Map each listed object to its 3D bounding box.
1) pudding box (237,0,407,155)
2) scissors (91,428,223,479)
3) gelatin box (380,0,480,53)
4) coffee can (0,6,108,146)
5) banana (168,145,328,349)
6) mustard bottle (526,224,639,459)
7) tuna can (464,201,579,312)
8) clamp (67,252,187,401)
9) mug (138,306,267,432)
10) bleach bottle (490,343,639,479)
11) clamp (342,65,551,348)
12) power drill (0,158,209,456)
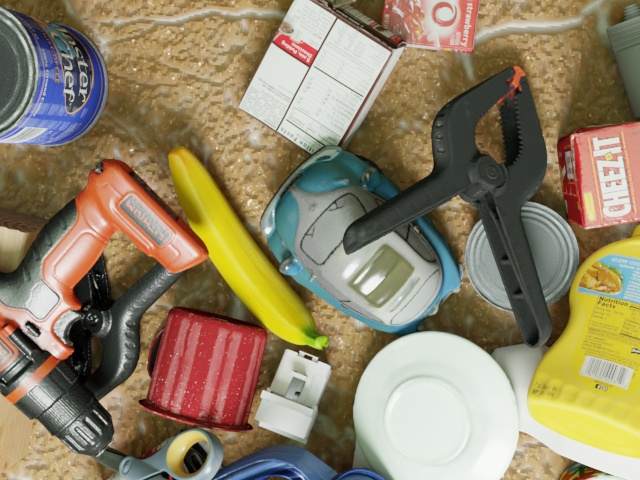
[{"bbox_3d":[0.000,-0.127,0.825,0.090,0.039,0.114,34,119,4],"label":"pudding box"},{"bbox_3d":[-0.133,0.165,0.832,0.016,0.202,0.096,33,90,-36],"label":"scissors"},{"bbox_3d":[0.087,-0.193,0.823,0.073,0.030,0.089,8,96,9],"label":"gelatin box"},{"bbox_3d":[-0.237,-0.125,0.827,0.103,0.140,0.103,1,94,9],"label":"coffee can"},{"bbox_3d":[-0.059,0.012,0.848,0.037,0.070,0.198,-34,80,-31],"label":"banana"},{"bbox_3d":[0.225,0.056,0.771,0.096,0.058,0.191,16,61,24],"label":"mustard bottle"},{"bbox_3d":[0.155,0.012,0.825,0.086,0.033,0.086,1,95,9],"label":"tuna can"},{"bbox_3d":[-0.183,0.054,0.882,0.120,0.039,0.171,34,104,28],"label":"clamp"},{"bbox_3d":[-0.097,0.098,0.853,0.117,0.093,0.081,11,87,47],"label":"mug"},{"bbox_3d":[0.220,0.134,0.794,0.251,0.102,0.068,10,140,10],"label":"bleach bottle"},{"bbox_3d":[0.122,-0.034,0.776,0.164,0.036,0.209,33,61,-10],"label":"clamp"},{"bbox_3d":[-0.175,0.046,0.798,0.187,0.057,0.184,-43,101,0],"label":"power drill"}]
